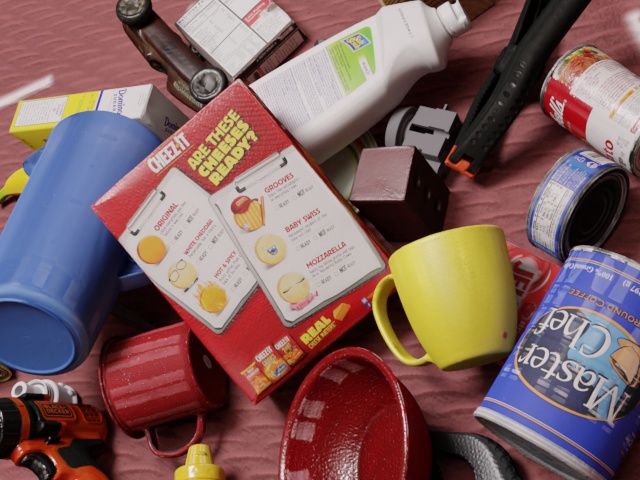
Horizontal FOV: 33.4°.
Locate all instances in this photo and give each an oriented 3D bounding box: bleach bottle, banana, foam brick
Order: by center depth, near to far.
[{"bbox_3d":[0.068,-0.039,0.900,0.051,0.078,0.053,0,64,32],"label":"foam brick"},{"bbox_3d":[0.021,-0.131,0.946,0.251,0.068,0.102,-28,66,16],"label":"bleach bottle"},{"bbox_3d":[-0.281,-0.036,1.131,0.198,0.037,0.070,30,108,40],"label":"banana"}]

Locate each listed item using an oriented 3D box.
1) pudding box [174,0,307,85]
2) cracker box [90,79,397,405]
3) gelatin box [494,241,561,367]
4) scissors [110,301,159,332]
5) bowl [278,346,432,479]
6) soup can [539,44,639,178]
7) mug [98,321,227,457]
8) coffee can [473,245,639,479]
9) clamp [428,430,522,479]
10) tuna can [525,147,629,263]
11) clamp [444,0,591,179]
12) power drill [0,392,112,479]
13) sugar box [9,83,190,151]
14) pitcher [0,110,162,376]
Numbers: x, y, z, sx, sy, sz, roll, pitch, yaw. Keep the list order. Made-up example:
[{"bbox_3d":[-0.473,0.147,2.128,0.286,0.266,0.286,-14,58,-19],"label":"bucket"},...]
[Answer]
[{"bbox_3d":[-0.084,-0.217,1.101,0.090,0.039,0.114,-44,59,0],"label":"pudding box"},{"bbox_3d":[-0.056,0.001,0.889,0.164,0.072,0.214,-40,88,5],"label":"cracker box"},{"bbox_3d":[0.144,0.049,0.838,0.073,0.030,0.089,29,82,37],"label":"gelatin box"},{"bbox_3d":[-0.240,0.066,1.058,0.202,0.016,0.096,41,108,26],"label":"scissors"},{"bbox_3d":[0.034,0.164,0.800,0.162,0.055,0.162,-28,55,49],"label":"bowl"},{"bbox_3d":[0.234,-0.103,0.845,0.068,0.068,0.102,-46,52,0],"label":"soup can"},{"bbox_3d":[-0.131,0.128,0.921,0.082,0.093,0.117,-17,71,15],"label":"mug"},{"bbox_3d":[0.186,0.089,0.744,0.103,0.102,0.140,25,79,37],"label":"coffee can"},{"bbox_3d":[0.117,0.202,0.764,0.172,0.039,0.120,29,77,44],"label":"clamp"},{"bbox_3d":[0.197,-0.025,0.813,0.034,0.086,0.086,35,84,36],"label":"tuna can"},{"bbox_3d":[0.168,-0.151,0.903,0.210,0.036,0.164,-60,6,10],"label":"clamp"},{"bbox_3d":[-0.219,0.203,0.879,0.057,0.184,0.188,-51,58,17],"label":"power drill"},{"bbox_3d":[-0.222,-0.112,1.099,0.176,0.093,0.048,0,65,30],"label":"sugar box"},{"bbox_3d":[-0.213,0.002,0.963,0.149,0.145,0.242,-29,30,32],"label":"pitcher"}]
